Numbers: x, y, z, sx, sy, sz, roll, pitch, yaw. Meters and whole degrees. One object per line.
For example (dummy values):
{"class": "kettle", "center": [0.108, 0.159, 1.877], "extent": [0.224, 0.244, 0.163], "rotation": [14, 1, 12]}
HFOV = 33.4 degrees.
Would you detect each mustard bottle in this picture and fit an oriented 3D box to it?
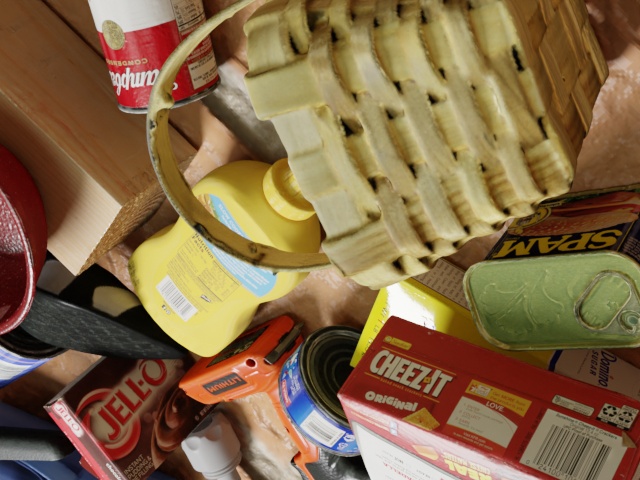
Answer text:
{"class": "mustard bottle", "center": [-0.055, 0.001, 0.725], "extent": [0.096, 0.058, 0.192], "rotation": [50, 134, 2]}

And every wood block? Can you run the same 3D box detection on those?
{"class": "wood block", "center": [-0.200, -0.089, 0.742], "extent": [0.206, 0.090, 0.091], "rotation": [44, 133, 2]}

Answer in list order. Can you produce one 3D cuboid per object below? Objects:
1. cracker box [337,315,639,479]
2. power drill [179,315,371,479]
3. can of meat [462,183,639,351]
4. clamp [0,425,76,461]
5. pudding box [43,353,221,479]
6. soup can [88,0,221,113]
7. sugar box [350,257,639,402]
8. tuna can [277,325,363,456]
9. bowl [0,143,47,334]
{"class": "cracker box", "center": [0.115, 0.153, 0.634], "extent": [0.164, 0.072, 0.213], "rotation": [18, 147, 31]}
{"class": "power drill", "center": [-0.021, 0.158, 0.811], "extent": [0.185, 0.057, 0.187], "rotation": [-29, 103, 40]}
{"class": "can of meat", "center": [0.142, 0.013, 0.584], "extent": [0.102, 0.083, 0.057], "rotation": [-7, 115, 37]}
{"class": "clamp", "center": [-0.295, 0.182, 0.875], "extent": [0.210, 0.036, 0.165], "rotation": [24, 119, 17]}
{"class": "pudding box", "center": [-0.145, 0.127, 0.832], "extent": [0.039, 0.113, 0.090], "rotation": [-27, 102, 45]}
{"class": "soup can", "center": [-0.106, -0.139, 0.661], "extent": [0.069, 0.068, 0.102], "rotation": [5, 121, 32]}
{"class": "sugar box", "center": [0.113, 0.085, 0.678], "extent": [0.176, 0.048, 0.093], "rotation": [31, 132, 15]}
{"class": "tuna can", "center": [0.016, 0.101, 0.726], "extent": [0.086, 0.086, 0.034], "rotation": [41, 132, 4]}
{"class": "bowl", "center": [-0.236, -0.018, 0.709], "extent": [0.162, 0.055, 0.162], "rotation": [15, 124, 24]}
